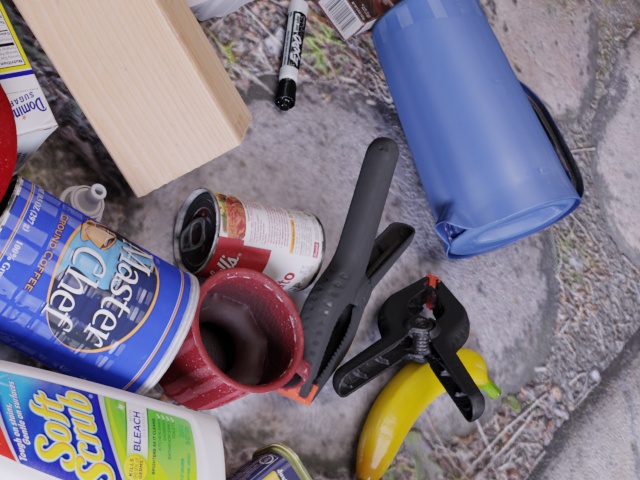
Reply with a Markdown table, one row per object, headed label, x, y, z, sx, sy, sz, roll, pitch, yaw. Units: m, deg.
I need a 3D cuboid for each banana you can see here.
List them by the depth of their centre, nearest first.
| label | x | y | z | sx | sy | sz | roll | pitch | yaw |
| --- | --- | --- | --- | --- | --- | --- | --- | --- | --- |
| banana | 0.089 | 0.136 | 0.908 | 0.197 | 0.037 | 0.069 | -23 | 82 | -42 |

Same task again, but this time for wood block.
| label | x | y | z | sx | sy | sz | roll | pitch | yaw |
| --- | --- | --- | --- | --- | --- | --- | --- | --- | --- |
| wood block | -0.143 | -0.149 | 0.779 | 0.206 | 0.091 | 0.090 | 60 | 13 | -17 |

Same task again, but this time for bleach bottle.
| label | x | y | z | sx | sy | sz | roll | pitch | yaw |
| --- | --- | --- | --- | --- | --- | --- | --- | --- | --- |
| bleach bottle | -0.174 | 0.126 | 0.632 | 0.250 | 0.068 | 0.102 | 23 | 48 | -36 |

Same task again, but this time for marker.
| label | x | y | z | sx | sy | sz | roll | pitch | yaw |
| --- | --- | --- | --- | --- | --- | --- | --- | --- | --- |
| marker | -0.026 | -0.169 | 0.975 | 0.020 | 0.020 | 0.121 | 23 | 56 | -28 |

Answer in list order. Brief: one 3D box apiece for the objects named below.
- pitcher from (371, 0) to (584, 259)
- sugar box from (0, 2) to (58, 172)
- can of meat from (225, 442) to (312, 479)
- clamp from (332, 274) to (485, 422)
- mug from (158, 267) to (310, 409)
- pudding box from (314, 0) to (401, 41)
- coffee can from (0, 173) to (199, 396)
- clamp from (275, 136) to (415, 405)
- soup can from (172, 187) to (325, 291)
| label | x | y | z | sx | sy | sz | roll | pitch | yaw |
| --- | --- | --- | --- | --- | --- | --- | --- | --- | --- |
| pitcher | 0.147 | -0.114 | 1.015 | 0.149 | 0.145 | 0.243 | 28 | 40 | -72 |
| sugar box | -0.249 | -0.133 | 0.735 | 0.048 | 0.094 | 0.176 | -25 | 86 | -43 |
| can of meat | -0.039 | 0.211 | 0.760 | 0.083 | 0.058 | 0.102 | -33 | 91 | -41 |
| clamp | 0.092 | 0.089 | 0.892 | 0.120 | 0.039 | 0.171 | 20 | 38 | 12 |
| mug | -0.063 | 0.081 | 0.785 | 0.117 | 0.082 | 0.093 | 26 | 55 | -25 |
| pudding box | 0.026 | -0.260 | 1.046 | 0.089 | 0.039 | 0.113 | -35 | 92 | -43 |
| coffee can | -0.167 | 0.035 | 0.712 | 0.140 | 0.103 | 0.102 | 32 | 53 | -22 |
| clamp | 0.022 | 0.029 | 0.852 | 0.036 | 0.164 | 0.209 | 20 | 63 | 20 |
| soup can | -0.055 | 0.001 | 0.839 | 0.102 | 0.069 | 0.068 | 11 | 63 | -35 |
